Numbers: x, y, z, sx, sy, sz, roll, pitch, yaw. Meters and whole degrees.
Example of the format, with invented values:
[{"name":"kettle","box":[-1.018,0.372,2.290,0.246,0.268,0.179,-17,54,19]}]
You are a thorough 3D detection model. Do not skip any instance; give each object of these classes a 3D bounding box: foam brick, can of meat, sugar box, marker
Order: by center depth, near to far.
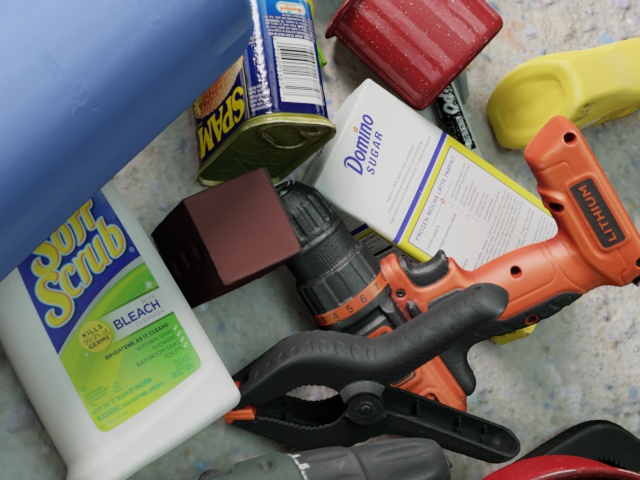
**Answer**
[{"name":"foam brick","box":[-0.054,0.001,0.600,0.051,0.078,0.053,-23,85,-25]},{"name":"can of meat","box":[-0.038,-0.087,0.626,0.057,0.102,0.084,1,72,-28]},{"name":"sugar box","box":[0.075,-0.016,0.696,0.176,0.048,0.093,33,63,-11]},{"name":"marker","box":[0.086,-0.103,0.743,0.020,0.020,0.121,-15,81,-31]}]

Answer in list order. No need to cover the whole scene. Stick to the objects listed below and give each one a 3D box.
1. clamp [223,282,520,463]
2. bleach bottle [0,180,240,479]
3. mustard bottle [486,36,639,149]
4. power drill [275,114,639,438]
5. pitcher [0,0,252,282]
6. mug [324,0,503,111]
[{"name":"clamp","box":[0.033,0.090,0.604,0.039,0.171,0.120,-76,150,-62]},{"name":"bleach bottle","box":[-0.148,0.004,0.564,0.102,0.068,0.251,-31,87,-29]},{"name":"mustard bottle","box":[0.219,-0.116,0.772,0.191,0.096,0.058,-17,83,-31]},{"name":"power drill","box":[0.081,0.007,0.628,0.188,0.057,0.184,-32,104,10]},{"name":"pitcher","box":[-0.151,-0.070,0.479,0.145,0.149,0.242,38,64,14]},{"name":"mug","box":[0.070,-0.145,0.701,0.081,0.093,0.117,44,49,0]}]
